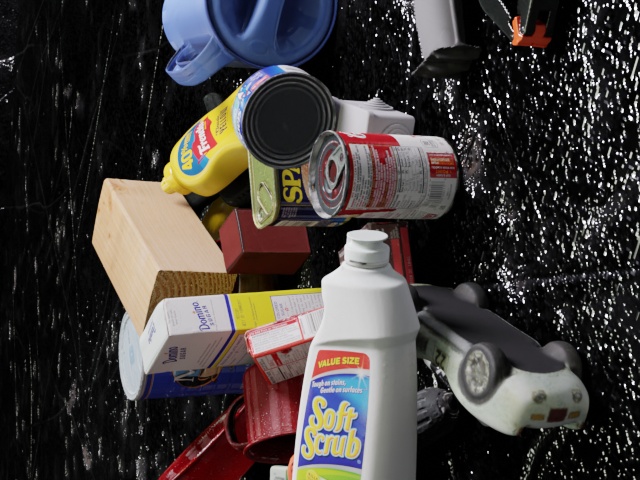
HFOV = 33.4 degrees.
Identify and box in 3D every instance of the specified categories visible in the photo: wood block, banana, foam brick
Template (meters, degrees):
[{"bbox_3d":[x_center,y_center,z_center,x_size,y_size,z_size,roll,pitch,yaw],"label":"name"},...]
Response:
[{"bbox_3d":[-0.178,0.019,1.180,0.206,0.090,0.090,49,130,50],"label":"wood block"},{"bbox_3d":[-0.136,-0.014,1.325,0.198,0.037,0.069,-48,18,51],"label":"banana"},{"bbox_3d":[-0.057,0.001,1.101,0.053,0.078,0.051,-49,46,52],"label":"foam brick"}]

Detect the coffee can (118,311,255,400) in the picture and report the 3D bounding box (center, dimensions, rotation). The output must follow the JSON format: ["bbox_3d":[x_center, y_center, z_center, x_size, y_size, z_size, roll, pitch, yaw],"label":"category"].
[{"bbox_3d":[-0.150,0.128,1.224,0.103,0.140,0.103,180,90,-65],"label":"coffee can"}]

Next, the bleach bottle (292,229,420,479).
[{"bbox_3d":[0.024,0.115,0.767,0.103,0.067,0.251,17,112,45],"label":"bleach bottle"}]

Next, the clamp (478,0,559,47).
[{"bbox_3d":[0.136,-0.220,0.733,0.120,0.039,0.171,131,127,-61],"label":"clamp"}]

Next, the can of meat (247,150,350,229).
[{"bbox_3d":[-0.018,-0.062,1.009,0.058,0.083,0.102,152,116,-62],"label":"can of meat"}]

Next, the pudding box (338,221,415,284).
[{"bbox_3d":[0.048,0.040,0.895,0.114,0.039,0.090,126,139,-74],"label":"pudding box"}]

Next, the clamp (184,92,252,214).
[{"bbox_3d":[-0.107,-0.079,1.223,0.210,0.036,0.164,26,97,55],"label":"clamp"}]

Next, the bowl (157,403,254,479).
[{"bbox_3d":[-0.115,0.243,1.187,0.055,0.161,0.162,46,149,-2],"label":"bowl"}]

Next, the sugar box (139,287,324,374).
[{"bbox_3d":[-0.077,0.086,1.024,0.093,0.176,0.048,127,136,-53],"label":"sugar box"}]

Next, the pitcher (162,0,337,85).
[{"bbox_3d":[-0.094,-0.233,1.112,0.243,0.149,0.145,-164,71,-68],"label":"pitcher"}]

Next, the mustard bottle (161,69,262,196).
[{"bbox_3d":[-0.108,-0.102,1.152,0.192,0.058,0.096,-33,45,35],"label":"mustard bottle"}]

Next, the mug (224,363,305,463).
[{"bbox_3d":[-0.042,0.167,1.038,0.117,0.093,0.081,-22,59,24],"label":"mug"}]

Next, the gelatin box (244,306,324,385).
[{"bbox_3d":[-0.018,0.095,0.973,0.073,0.089,0.030,69,-176,-61],"label":"gelatin box"}]

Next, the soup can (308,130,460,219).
[{"bbox_3d":[0.050,-0.050,0.840,0.069,0.102,0.068,180,90,-65],"label":"soup can"}]

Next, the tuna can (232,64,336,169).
[{"bbox_3d":[-0.032,-0.107,0.918,0.034,0.086,0.086,-134,49,-59],"label":"tuna can"}]
